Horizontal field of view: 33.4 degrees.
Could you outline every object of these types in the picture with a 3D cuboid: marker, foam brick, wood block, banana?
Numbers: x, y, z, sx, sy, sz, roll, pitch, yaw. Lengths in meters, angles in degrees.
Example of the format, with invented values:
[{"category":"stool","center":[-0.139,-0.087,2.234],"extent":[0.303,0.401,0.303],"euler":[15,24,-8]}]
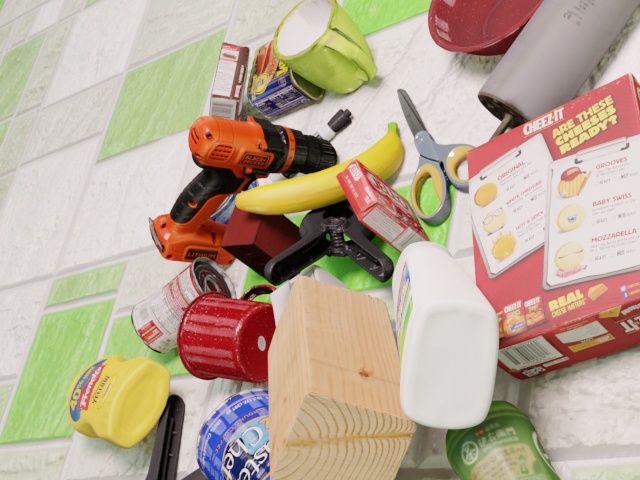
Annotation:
[{"category":"marker","center":[-0.011,-0.107,1.220],"extent":[0.121,0.020,0.020],"euler":[-42,39,15]},{"category":"foam brick","center":[-0.057,0.001,1.138],"extent":[0.053,0.078,0.051],"euler":[-3,59,45]},{"category":"wood block","center":[0.011,0.120,0.892],"extent":[0.206,0.090,0.090],"euler":[-97,26,-67]},{"category":"banana","center":[0.012,-0.064,1.099],"extent":[0.197,0.037,0.070],"euler":[-25,28,-15]}]

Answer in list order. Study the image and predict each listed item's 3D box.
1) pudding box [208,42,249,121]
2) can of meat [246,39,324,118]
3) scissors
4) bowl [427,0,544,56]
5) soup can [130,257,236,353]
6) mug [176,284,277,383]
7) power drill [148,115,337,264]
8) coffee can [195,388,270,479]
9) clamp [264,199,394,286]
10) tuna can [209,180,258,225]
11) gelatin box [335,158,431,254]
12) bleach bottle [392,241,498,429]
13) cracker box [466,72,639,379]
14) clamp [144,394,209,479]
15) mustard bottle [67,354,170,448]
[{"category":"pudding box","center":[-0.115,-0.173,1.317],"extent":[0.114,0.039,0.090],"euler":[108,170,-57]},{"category":"can of meat","center":[-0.039,-0.206,1.296],"extent":[0.084,0.057,0.102],"euler":[-19,49,40]},{"category":"scissors","center":[0.122,-0.103,1.082],"extent":[0.096,0.016,0.201],"euler":[-26,46,29]},{"category":"bowl","center":[0.190,-0.244,1.085],"extent":[0.162,0.055,0.162],"euler":[-27,45,30]},{"category":"soup can","center":[-0.154,0.074,1.192],"extent":[0.102,0.068,0.068],"euler":[-35,41,23]},{"category":"mug","center":[-0.079,0.092,1.090],"extent":[0.082,0.093,0.117],"euler":[3,46,42]},{"category":"power drill","center":[-0.091,-0.054,1.174],"extent":[0.188,0.184,0.057],"euler":[-54,46,32]},{"category":"coffee can","center":[-0.035,0.207,0.937],"extent":[0.103,0.102,0.140],"euler":[-54,37,-1]},{"category":"clamp","center":[0.025,0.000,1.046],"extent":[0.120,0.039,0.171],"euler":[7,30,14]},{"category":"tuna can","center":[-0.116,-0.053,1.277],"extent":[0.086,0.033,0.086],"euler":[-27,45,30]},{"category":"gelatin box","center":[0.062,-0.030,1.028],"extent":[0.030,0.089,0.073],"euler":[-42,39,15]},{"category":"bleach bottle","center":[0.092,0.063,0.884],"extent":[0.251,0.068,0.102],"euler":[-96,12,-79]},{"category":"cracker box","center":[0.210,-0.009,0.872],"extent":[0.164,0.072,0.213],"euler":[-25,45,32]},{"category":"clamp","center":[-0.153,0.263,1.070],"extent":[0.165,0.036,0.210],"euler":[6,64,51]},{"category":"mustard bottle","center":[-0.237,0.175,1.194],"extent":[0.192,0.058,0.096],"euler":[-6,56,59]}]
